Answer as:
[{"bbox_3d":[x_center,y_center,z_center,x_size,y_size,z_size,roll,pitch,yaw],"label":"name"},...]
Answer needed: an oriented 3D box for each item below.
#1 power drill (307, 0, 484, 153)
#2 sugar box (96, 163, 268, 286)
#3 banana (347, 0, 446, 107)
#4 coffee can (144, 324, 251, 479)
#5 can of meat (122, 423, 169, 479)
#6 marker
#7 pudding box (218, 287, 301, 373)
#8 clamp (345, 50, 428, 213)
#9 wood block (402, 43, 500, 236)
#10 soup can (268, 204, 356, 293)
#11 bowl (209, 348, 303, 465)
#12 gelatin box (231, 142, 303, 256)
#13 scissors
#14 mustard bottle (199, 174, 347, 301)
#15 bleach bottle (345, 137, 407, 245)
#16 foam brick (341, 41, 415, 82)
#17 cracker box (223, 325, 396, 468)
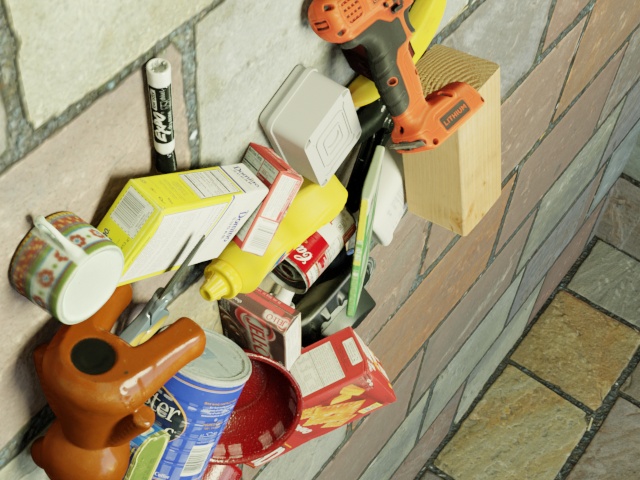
[{"bbox_3d":[0.088,-0.194,1.040,0.184,0.057,0.187,-42,112,-29],"label":"power drill"},{"bbox_3d":[-0.124,-0.016,0.930,0.093,0.048,0.176,-50,168,23],"label":"sugar box"},{"bbox_3d":[0.089,-0.220,1.190,0.198,0.037,0.069,-58,142,-6],"label":"banana"},{"bbox_3d":[-0.144,0.172,1.104,0.102,0.103,0.140,-19,137,-62],"label":"coffee can"},{"bbox_3d":[-0.204,0.205,1.033,0.057,0.084,0.102,-16,134,-63],"label":"can of meat"},{"bbox_3d":[-0.127,-0.096,0.859,0.020,0.020,0.121,-46,158,-31],"label":"marker"},{"bbox_3d":[-0.067,0.096,1.200,0.039,0.090,0.113,-51,161,-24],"label":"pudding box"},{"bbox_3d":[0.066,-0.143,1.244,0.210,0.036,0.164,-59,160,-4],"label":"clamp"},{"bbox_3d":[0.157,-0.118,1.276,0.090,0.091,0.206,-46,146,-28],"label":"wood block"},{"bbox_3d":[-0.013,0.002,1.223,0.102,0.068,0.068,-49,159,-26],"label":"soup can"},{"bbox_3d":[-0.103,0.177,1.210,0.055,0.162,0.162,-106,-146,-58],"label":"bowl"},{"bbox_3d":[-0.060,-0.040,1.027,0.030,0.073,0.089,19,105,-35],"label":"gelatin box"},{"bbox_3d":[-0.142,0.053,0.982,0.202,0.016,0.096,-49,176,25],"label":"scissors"},{"bbox_3d":[-0.057,0.002,1.106,0.191,0.058,0.096,-42,-172,-37],"label":"mustard bottle"},{"bbox_3d":[0.118,-0.121,1.372,0.251,0.068,0.102,-58,160,-7],"label":"bleach bottle"},{"bbox_3d":[0.059,-0.201,1.112,0.051,0.053,0.078,-57,160,-4],"label":"foam brick"},{"bbox_3d":[-0.025,0.202,1.331,0.214,0.072,0.164,-27,155,5],"label":"cracker box"}]
